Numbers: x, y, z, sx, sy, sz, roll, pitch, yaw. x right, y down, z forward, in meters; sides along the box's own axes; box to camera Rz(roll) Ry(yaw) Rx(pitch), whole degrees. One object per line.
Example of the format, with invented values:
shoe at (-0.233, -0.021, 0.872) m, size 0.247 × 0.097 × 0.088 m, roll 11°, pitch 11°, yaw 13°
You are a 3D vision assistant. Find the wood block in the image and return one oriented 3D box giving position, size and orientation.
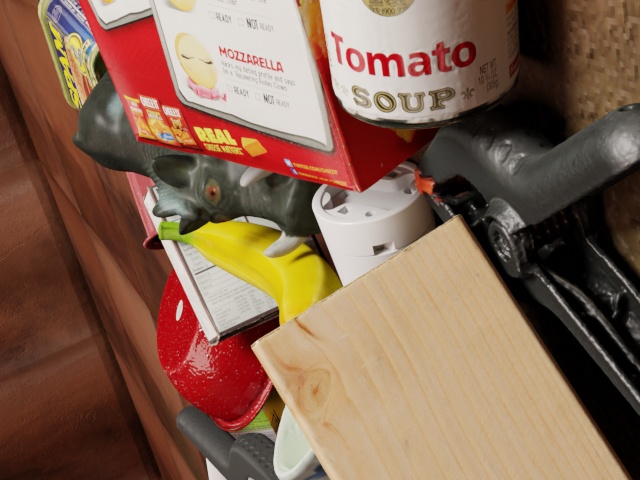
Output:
wood block at (0.067, 0.106, 0.403) m, size 0.206 × 0.091 × 0.090 m, roll 58°, pitch 177°, yaw 8°

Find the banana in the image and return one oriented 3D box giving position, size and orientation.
banana at (-0.028, 0.022, 0.613) m, size 0.198 × 0.069 × 0.037 m, roll 27°, pitch 125°, yaw 58°

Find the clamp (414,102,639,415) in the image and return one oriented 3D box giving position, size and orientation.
clamp at (0.078, -0.012, 0.366) m, size 0.172 × 0.039 × 0.120 m, roll 44°, pitch 151°, yaw 53°

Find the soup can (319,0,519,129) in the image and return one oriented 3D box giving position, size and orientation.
soup can at (0.030, -0.097, 0.350) m, size 0.069 × 0.068 × 0.102 m, roll 47°, pitch 154°, yaw 49°

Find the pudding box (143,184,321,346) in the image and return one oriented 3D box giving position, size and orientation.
pudding box at (-0.055, 0.001, 0.712) m, size 0.113 × 0.090 × 0.039 m, roll 64°, pitch 163°, yaw 7°

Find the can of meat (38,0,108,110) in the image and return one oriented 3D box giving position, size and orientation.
can of meat at (-0.139, -0.115, 0.715) m, size 0.084 × 0.057 × 0.102 m, roll 46°, pitch 154°, yaw 40°

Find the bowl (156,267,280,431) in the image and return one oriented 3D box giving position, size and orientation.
bowl at (-0.079, 0.057, 0.789) m, size 0.162 × 0.055 × 0.162 m, roll -37°, pitch 47°, yaw 53°

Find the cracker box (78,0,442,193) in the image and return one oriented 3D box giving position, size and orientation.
cracker box at (-0.045, -0.137, 0.440) m, size 0.164 × 0.072 × 0.213 m, roll 16°, pitch 134°, yaw 46°

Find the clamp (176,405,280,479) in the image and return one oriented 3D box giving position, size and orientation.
clamp at (-0.050, 0.183, 0.809) m, size 0.164 × 0.036 × 0.210 m, roll 57°, pitch 156°, yaw 9°
